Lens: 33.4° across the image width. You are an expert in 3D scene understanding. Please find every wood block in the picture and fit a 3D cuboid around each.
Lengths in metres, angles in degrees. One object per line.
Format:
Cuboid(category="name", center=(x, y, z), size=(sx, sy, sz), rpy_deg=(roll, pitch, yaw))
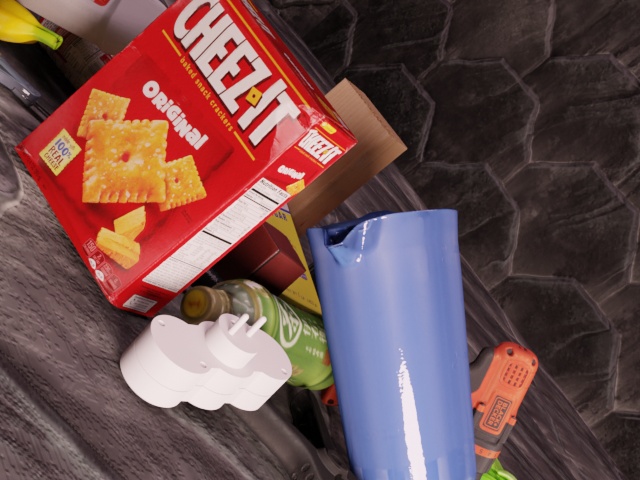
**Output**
Cuboid(category="wood block", center=(-0.012, -0.082, 1.255), size=(0.091, 0.206, 0.090), rpy_deg=(53, 11, 16))

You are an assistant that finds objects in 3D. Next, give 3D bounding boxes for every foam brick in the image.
Cuboid(category="foam brick", center=(-0.063, 0.026, 1.020), size=(0.051, 0.078, 0.053), rpy_deg=(35, 18, -49))

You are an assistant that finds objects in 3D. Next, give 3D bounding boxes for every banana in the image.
Cuboid(category="banana", center=(-0.275, -0.192, 0.952), size=(0.069, 0.037, 0.198), rpy_deg=(39, -1, -23))

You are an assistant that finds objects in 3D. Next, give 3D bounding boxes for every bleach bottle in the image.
Cuboid(category="bleach bottle", center=(-0.233, -0.245, 1.023), size=(0.251, 0.068, 0.102), rpy_deg=(32, 44, 7))

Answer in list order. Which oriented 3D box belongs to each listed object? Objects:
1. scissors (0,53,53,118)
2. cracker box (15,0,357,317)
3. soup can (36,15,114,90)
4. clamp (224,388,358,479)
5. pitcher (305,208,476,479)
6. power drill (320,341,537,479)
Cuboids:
Cuboid(category="scissors", center=(-0.259, -0.128, 0.905), size=(0.201, 0.016, 0.096), rpy_deg=(47, 8, -9))
Cuboid(category="cracker box", center=(-0.107, -0.073, 0.808), size=(0.164, 0.214, 0.072), rpy_deg=(55, 12, 23))
Cuboid(category="soup can", center=(-0.235, -0.191, 1.081), size=(0.102, 0.068, 0.068), rpy_deg=(50, 11, 3))
Cuboid(category="clamp", center=(0.001, 0.183, 0.855), size=(0.210, 0.036, 0.164), rpy_deg=(51, 10, 24))
Cuboid(category="pitcher", center=(0.074, 0.095, 0.935), size=(0.145, 0.149, 0.243), rpy_deg=(162, -78, -77))
Cuboid(category="power drill", center=(0.099, 0.160, 1.052), size=(0.187, 0.184, 0.057), rpy_deg=(24, 7, -8))
